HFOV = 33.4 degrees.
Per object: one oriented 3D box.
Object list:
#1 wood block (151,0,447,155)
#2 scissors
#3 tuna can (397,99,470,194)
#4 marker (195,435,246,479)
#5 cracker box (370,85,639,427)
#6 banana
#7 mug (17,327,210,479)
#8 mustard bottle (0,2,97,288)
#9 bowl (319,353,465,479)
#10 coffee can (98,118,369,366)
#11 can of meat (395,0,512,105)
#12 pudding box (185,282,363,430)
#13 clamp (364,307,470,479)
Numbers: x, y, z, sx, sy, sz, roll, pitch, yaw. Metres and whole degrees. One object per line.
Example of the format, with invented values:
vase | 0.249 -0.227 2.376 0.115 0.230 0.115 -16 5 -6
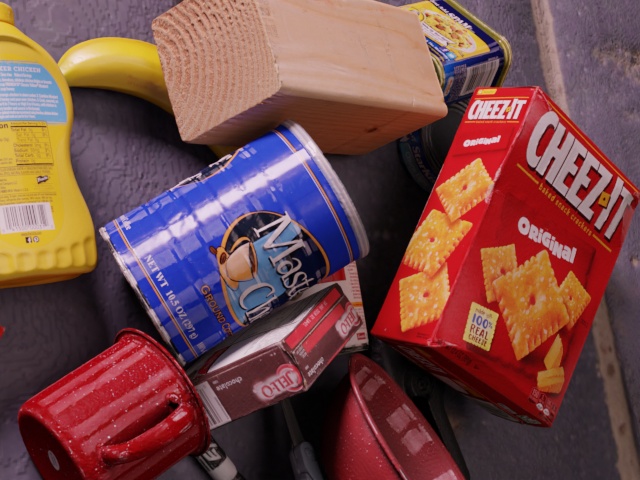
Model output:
wood block | -0.008 -0.120 0.758 0.205 0.091 0.090 -2 73 -54
scissors | 0.002 0.161 0.711 0.096 0.016 0.202 44 18 -27
tuna can | 0.107 -0.081 0.911 0.086 0.034 0.086 11 72 -36
marker | -0.081 0.136 0.717 0.121 0.020 0.020 54 53 -14
cracker box | 0.150 0.015 0.817 0.164 0.072 0.213 36 73 -36
banana | -0.104 -0.093 0.752 0.197 0.037 0.069 24 94 -28
mug | -0.119 0.112 0.634 0.081 0.117 0.093 -33 107 -34
mustard bottle | -0.198 -0.068 0.652 0.096 0.058 0.191 -6 83 -35
bowl | 0.048 0.157 0.722 0.162 0.055 0.162 51 11 -14
coffee can | -0.054 0.001 0.683 0.140 0.103 0.103 -31 99 -8
can of meat | 0.092 -0.155 0.883 0.083 0.057 0.102 -21 53 -37
pudding box | -0.038 0.078 0.691 0.039 0.114 0.089 60 33 -7
clamp | 0.076 0.120 0.832 0.120 0.039 0.171 23 71 -36
